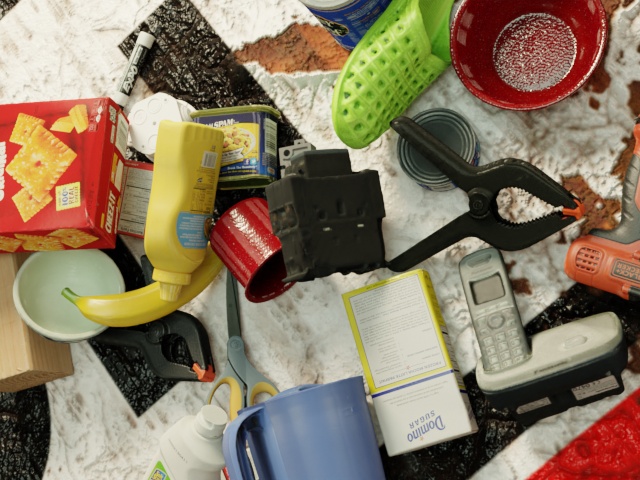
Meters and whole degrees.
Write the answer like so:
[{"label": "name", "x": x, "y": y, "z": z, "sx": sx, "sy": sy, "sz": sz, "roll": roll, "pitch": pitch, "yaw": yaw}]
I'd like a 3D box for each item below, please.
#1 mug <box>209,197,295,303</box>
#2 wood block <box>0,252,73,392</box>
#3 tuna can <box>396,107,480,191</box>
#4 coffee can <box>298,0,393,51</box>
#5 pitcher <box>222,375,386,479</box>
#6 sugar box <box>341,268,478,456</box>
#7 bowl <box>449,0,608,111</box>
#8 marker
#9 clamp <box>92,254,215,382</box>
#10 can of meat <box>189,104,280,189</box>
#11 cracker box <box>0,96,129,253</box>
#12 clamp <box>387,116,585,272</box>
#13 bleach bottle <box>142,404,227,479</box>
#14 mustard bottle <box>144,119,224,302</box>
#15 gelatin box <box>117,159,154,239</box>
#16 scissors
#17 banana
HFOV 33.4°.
[{"label": "mug", "x": -0.058, "y": 0.001, "z": 1.167, "sx": 0.117, "sy": 0.093, "sz": 0.081, "roll": -33, "pitch": 63, "yaw": -19}, {"label": "wood block", "x": -0.368, "y": 0.067, "z": 1.261, "sx": 0.091, "sy": 0.090, "sz": 0.206, "roll": -17, "pitch": 75, "yaw": 17}, {"label": "tuna can", "x": 0.127, "y": -0.096, "z": 1.140, "sx": 0.086, "sy": 0.033, "sz": 0.086, "roll": -4, "pitch": 79, "yaw": 20}, {"label": "coffee can", "x": 0.033, "y": -0.273, "z": 1.150, "sx": 0.103, "sy": 0.140, "sz": 0.103, "roll": -4, "pitch": 79, "yaw": 19}, {"label": "pitcher", "x": 0.002, "y": 0.264, "z": 1.057, "sx": 0.149, "sy": 0.145, "sz": 0.243, "roll": -16, "pitch": 80, "yaw": 0}, {"label": "sugar box", "x": 0.092, "y": 0.126, "z": 1.106, "sx": 0.093, "sy": 0.048, "sz": 0.176, "roll": -19, "pitch": 78, "yaw": 16}, {"label": "bowl", "x": 0.219, "y": -0.206, "z": 1.115, "sx": 0.162, "sy": 0.055, "sz": 0.162, "roll": -4, "pitch": 79, "yaw": 19}, {"label": "marker", "x": -0.233, "y": -0.195, "z": 1.298, "sx": 0.020, "sy": 0.020, "sz": 0.121, "roll": 22, "pitch": 88, "yaw": 22}, {"label": "clamp", "x": -0.178, "y": 0.095, "z": 1.214, "sx": 0.172, "sy": 0.039, "sz": 0.120, "roll": 28, "pitch": 95, "yaw": 25}, {"label": "can of meat", "x": -0.097, "y": -0.104, "z": 1.212, "sx": 0.102, "sy": 0.057, "sz": 0.084, "roll": -3, "pitch": 81, "yaw": 20}, {"label": "cracker box", "x": -0.332, "y": -0.072, "z": 1.197, "sx": 0.214, "sy": 0.072, "sz": 0.164, "roll": -2, "pitch": 67, "yaw": 11}, {"label": "clamp", "x": 0.159, "y": -0.030, "z": 1.088, "sx": 0.210, "sy": 0.036, "sz": 0.164, "roll": 13, "pitch": 108, "yaw": 20}, {"label": "bleach bottle", "x": -0.145, "y": 0.278, "z": 1.099, "sx": 0.103, "sy": 0.067, "sz": 0.251, "roll": 40, "pitch": 120, "yaw": 28}, {"label": "mustard bottle", "x": -0.150, "y": -0.030, "z": 1.145, "sx": 0.058, "sy": 0.096, "sz": 0.191, "roll": 8, "pitch": 92, "yaw": 19}, {"label": "gelatin box", "x": -0.224, "y": -0.050, "z": 1.258, "sx": 0.073, "sy": 0.030, "sz": 0.089, "roll": 11, "pitch": 92, "yaw": 22}, {"label": "scissors", "x": -0.076, "y": 0.127, "z": 1.178, "sx": 0.096, "sy": 0.016, "sz": 0.201, "roll": 11, "pitch": 68, "yaw": -2}, {"label": "banana", "x": -0.182, "y": 0.051, "z": 1.181, "sx": 0.197, "sy": 0.037, "sz": 0.069, "roll": -18, "pitch": 77, "yaw": -16}]
